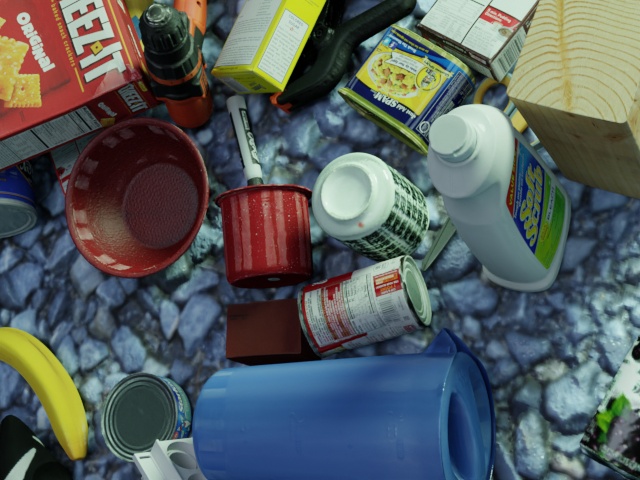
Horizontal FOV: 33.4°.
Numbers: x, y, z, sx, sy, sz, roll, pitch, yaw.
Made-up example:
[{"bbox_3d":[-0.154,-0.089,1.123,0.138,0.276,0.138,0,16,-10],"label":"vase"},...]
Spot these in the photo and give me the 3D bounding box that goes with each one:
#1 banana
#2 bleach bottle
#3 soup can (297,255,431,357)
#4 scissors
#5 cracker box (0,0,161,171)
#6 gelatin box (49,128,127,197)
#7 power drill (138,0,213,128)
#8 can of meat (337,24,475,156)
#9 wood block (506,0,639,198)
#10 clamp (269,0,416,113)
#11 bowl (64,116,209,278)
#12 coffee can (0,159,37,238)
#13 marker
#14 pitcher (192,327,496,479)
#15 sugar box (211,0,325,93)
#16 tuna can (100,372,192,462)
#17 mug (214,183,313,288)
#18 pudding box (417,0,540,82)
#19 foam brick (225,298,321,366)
[{"bbox_3d":[-0.293,0.144,1.099,0.198,0.037,0.070,34,111,29],"label":"banana"},{"bbox_3d":[0.134,-0.034,0.825,0.068,0.250,0.102,12,81,27],"label":"bleach bottle"},{"bbox_3d":[0.040,0.059,0.948,0.102,0.068,0.068,-18,69,19],"label":"soup can"},{"bbox_3d":[0.136,-0.073,0.967,0.202,0.016,0.096,-45,61,7],"label":"scissors"},{"bbox_3d":[-0.290,-0.177,1.076,0.213,0.072,0.164,-23,71,2],"label":"cracker box"},{"bbox_3d":[-0.250,-0.094,1.143,0.073,0.030,0.089,-30,66,13],"label":"gelatin box"},{"bbox_3d":[-0.139,-0.228,1.053,0.057,0.184,0.187,1,67,3],"label":"power drill"},{"bbox_3d":[0.081,-0.141,0.989,0.102,0.057,0.084,37,91,27],"label":"can of meat"},{"bbox_3d":[0.223,-0.107,0.829,0.090,0.205,0.091,18,85,28],"label":"wood block"},{"bbox_3d":[0.006,-0.206,1.051,0.171,0.039,0.120,-44,47,10],"label":"clamp"},{"bbox_3d":[-0.174,-0.039,1.073,0.162,0.055,0.162,-3,81,20],"label":"bowl"},{"bbox_3d":[-0.363,-0.083,1.151,0.103,0.102,0.140,-17,70,20],"label":"coffee can"},{"bbox_3d":[-0.073,-0.089,1.066,0.020,0.020,0.121,-21,68,18],"label":"marker"},{"bbox_3d":[0.017,0.170,0.898,0.243,0.145,0.149,-5,35,27],"label":"pitcher"},{"bbox_3d":[-0.037,-0.230,1.046,0.093,0.048,0.176,12,72,57],"label":"sugar box"},{"bbox_3d":[-0.167,0.172,1.032,0.086,0.033,0.086,-7,74,23],"label":"tuna can"},{"bbox_3d":[-0.057,0.001,1.003,0.117,0.093,0.081,-21,70,52],"label":"mug"},{"bbox_3d":[0.158,-0.213,0.976,0.090,0.039,0.113,35,83,31],"label":"pudding box"},{"bbox_3d":[-0.042,0.086,0.988,0.078,0.051,0.053,-6,73,23],"label":"foam brick"}]
